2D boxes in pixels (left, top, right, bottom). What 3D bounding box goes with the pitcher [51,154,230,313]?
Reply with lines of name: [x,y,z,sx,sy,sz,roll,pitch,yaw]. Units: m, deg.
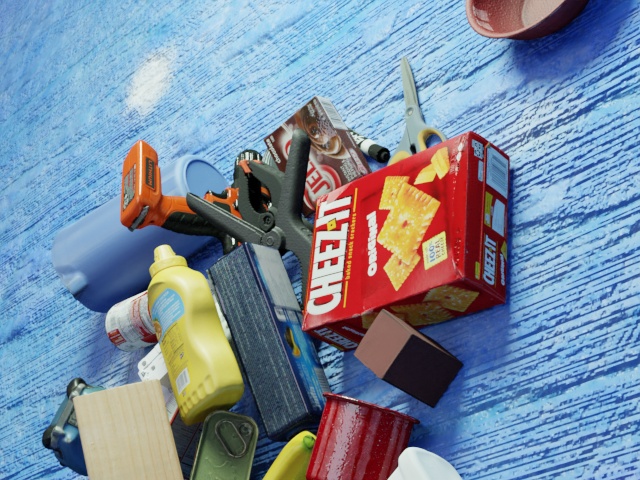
pitcher: [-0.227,-0.016,1.415,0.243,0.144,0.149,-30,56,29]

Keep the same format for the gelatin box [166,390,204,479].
gelatin box: [-0.148,0.217,1.181,0.030,0.073,0.089,22,84,56]

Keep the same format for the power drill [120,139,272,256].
power drill: [-0.142,-0.056,1.276,0.057,0.187,0.184,-48,36,42]

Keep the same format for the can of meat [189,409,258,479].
can of meat: [-0.104,0.236,1.101,0.084,0.057,0.102,117,166,-63]

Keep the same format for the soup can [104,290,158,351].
soup can: [-0.219,0.099,1.359,0.102,0.068,0.068,-24,48,40]

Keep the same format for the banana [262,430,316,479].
banana: [-0.052,0.254,1.046,0.037,0.069,0.198,38,109,22]

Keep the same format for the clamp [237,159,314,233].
clamp: [-0.040,-0.021,1.206,0.120,0.039,0.171,-24,79,27]

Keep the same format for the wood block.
wood block: [-0.183,0.256,1.071,0.091,0.090,0.206,107,148,-61]

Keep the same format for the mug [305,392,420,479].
mug: [0.031,0.191,0.975,0.117,0.093,0.081,-15,56,69]

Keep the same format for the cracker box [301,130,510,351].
cracker box: [0.082,0.004,1.054,0.214,0.072,0.164,-21,51,41]

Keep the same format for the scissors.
scissors: [0.092,-0.121,1.182,0.096,0.016,0.202,-45,37,19]

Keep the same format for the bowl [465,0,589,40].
bowl: [0.226,-0.262,1.085,0.162,0.055,0.162,-30,44,35]

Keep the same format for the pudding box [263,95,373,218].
pudding box: [-0.003,-0.094,1.219,0.090,0.039,0.113,-37,70,28]

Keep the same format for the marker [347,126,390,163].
marker: [0.045,-0.113,1.231,0.020,0.020,0.121,-57,35,3]

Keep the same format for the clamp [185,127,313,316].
clamp: [-0.058,0.001,1.171,0.165,0.036,0.210,-21,79,23]

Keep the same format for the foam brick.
foam brick: [0.080,0.109,0.976,0.051,0.078,0.053,-55,35,3]

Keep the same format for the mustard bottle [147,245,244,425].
mustard bottle: [-0.141,0.091,1.126,0.096,0.058,0.192,-51,54,48]
